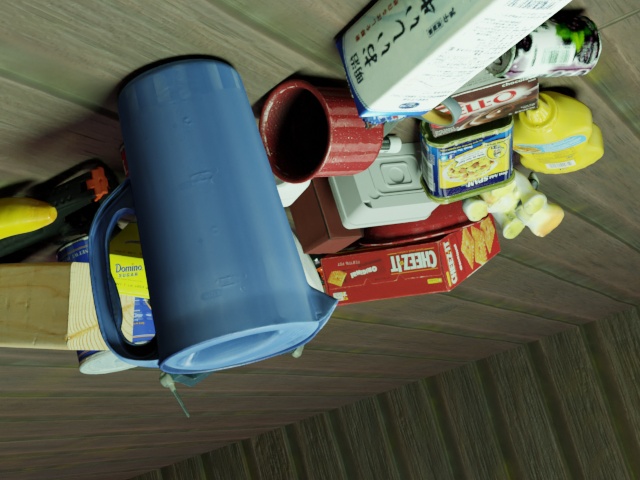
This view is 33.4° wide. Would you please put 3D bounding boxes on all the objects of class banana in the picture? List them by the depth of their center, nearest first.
[{"bbox_3d":[-0.328,-0.002,1.054,0.069,0.037,0.198,30,138,-23],"label":"banana"}]

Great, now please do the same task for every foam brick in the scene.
[{"bbox_3d":[0.004,-0.028,1.240,0.052,0.078,0.051,-1,157,-42],"label":"foam brick"}]

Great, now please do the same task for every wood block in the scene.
[{"bbox_3d":[-0.304,0.071,1.144,0.206,0.090,0.090,-2,174,36],"label":"wood block"}]

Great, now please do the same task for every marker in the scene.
[{"bbox_3d":[0.034,-0.101,1.125,0.120,0.020,0.020,-4,161,-36],"label":"marker"}]

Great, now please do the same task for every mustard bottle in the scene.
[{"bbox_3d":[0.255,-0.123,1.187,0.096,0.058,0.191,-6,168,21],"label":"mustard bottle"}]

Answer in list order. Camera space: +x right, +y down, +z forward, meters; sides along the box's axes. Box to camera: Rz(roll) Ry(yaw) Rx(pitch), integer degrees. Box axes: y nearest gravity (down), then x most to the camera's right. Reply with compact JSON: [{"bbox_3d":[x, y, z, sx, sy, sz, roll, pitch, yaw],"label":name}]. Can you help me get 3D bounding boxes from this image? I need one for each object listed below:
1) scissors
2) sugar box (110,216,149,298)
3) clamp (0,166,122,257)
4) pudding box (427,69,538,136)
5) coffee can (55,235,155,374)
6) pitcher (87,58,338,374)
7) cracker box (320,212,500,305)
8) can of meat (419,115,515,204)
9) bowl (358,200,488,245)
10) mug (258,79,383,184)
[{"bbox_3d":[0.091,-0.119,1.030,0.016,0.096,0.201,-56,166,-11],"label":"scissors"},{"bbox_3d":[-0.161,0.011,1.094,0.093,0.048,0.176,8,-162,2],"label":"sugar box"},{"bbox_3d":[-0.245,-0.023,1.092,0.164,0.036,0.210,-4,163,-36],"label":"clamp"},{"bbox_3d":[0.156,-0.147,1.049,0.113,0.039,0.090,-18,163,6],"label":"pudding box"},{"bbox_3d":[-0.241,0.072,1.232,0.102,0.140,0.103,-15,164,-4],"label":"coffee can"},{"bbox_3d":[-0.100,-0.017,0.870,0.145,0.243,0.148,-29,160,38],"label":"pitcher"},{"bbox_3d":[0.120,0.018,1.373,0.164,0.072,0.213,-10,-173,28],"label":"cracker box"},{"bbox_3d":[0.156,-0.096,1.140,0.102,0.057,0.084,-16,137,-6],"label":"can of meat"},{"bbox_3d":[0.120,-0.039,1.301,0.162,0.055,0.162,-13,-173,1],"label":"bowl"},{"bbox_3d":[-0.005,-0.101,0.985,0.117,0.093,0.081,12,-168,43],"label":"mug"}]
